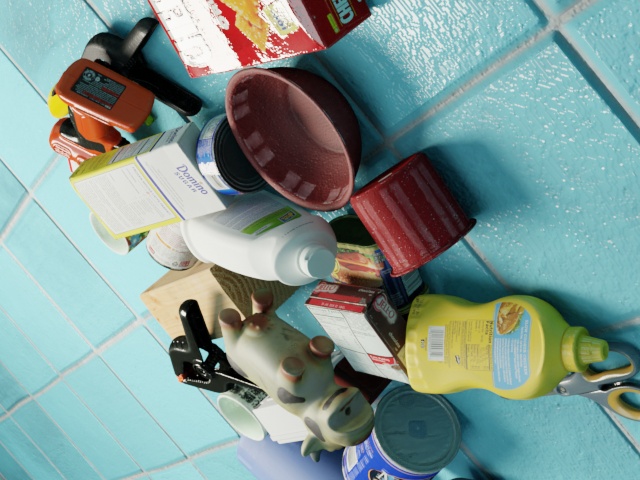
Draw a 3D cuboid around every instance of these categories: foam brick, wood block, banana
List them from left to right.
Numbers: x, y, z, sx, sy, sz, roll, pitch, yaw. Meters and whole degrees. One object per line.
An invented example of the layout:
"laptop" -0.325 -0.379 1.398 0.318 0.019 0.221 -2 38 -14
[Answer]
"banana" -0.282 -0.170 1.285 0.198 0.037 0.069 12 133 43
"wood block" -0.125 0.061 1.305 0.090 0.090 0.207 53 148 -11
"foam brick" 0.055 0.142 1.193 0.053 0.078 0.051 37 146 15

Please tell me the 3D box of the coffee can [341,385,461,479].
"coffee can" 0.091 0.241 1.234 0.103 0.102 0.140 41 148 10

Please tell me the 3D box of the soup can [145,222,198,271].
"soup can" -0.155 -0.022 1.240 0.068 0.068 0.102 41 127 10

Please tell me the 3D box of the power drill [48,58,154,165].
"power drill" -0.230 -0.116 1.220 0.184 0.057 0.188 25 155 2

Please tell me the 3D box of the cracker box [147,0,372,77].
"cracker box" -0.077 -0.237 0.935 0.214 0.072 0.164 0 125 51

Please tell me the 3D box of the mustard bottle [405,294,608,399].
"mustard bottle" 0.173 0.099 0.993 0.192 0.058 0.096 -2 82 37

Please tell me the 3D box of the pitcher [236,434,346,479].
"pitcher" 0.013 0.309 1.398 0.243 0.149 0.145 36 162 22

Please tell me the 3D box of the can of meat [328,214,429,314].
"can of meat" 0.051 0.023 1.087 0.102 0.057 0.084 8 129 46

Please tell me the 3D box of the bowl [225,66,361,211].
"bowl" -0.015 -0.107 1.016 0.162 0.055 0.162 33 148 24

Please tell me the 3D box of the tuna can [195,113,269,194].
"tuna can" -0.085 -0.089 1.093 0.034 0.086 0.086 -2 124 48

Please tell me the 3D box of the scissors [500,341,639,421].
"scissors" 0.254 0.152 1.025 0.096 0.016 0.202 45 148 4

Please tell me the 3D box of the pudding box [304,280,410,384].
"pudding box" 0.048 0.092 1.073 0.090 0.039 0.113 7 140 48

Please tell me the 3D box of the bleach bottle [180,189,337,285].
"bleach bottle" -0.057 0.001 1.083 0.068 0.102 0.251 63 164 -22

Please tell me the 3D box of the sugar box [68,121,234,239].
"sugar box" -0.180 -0.062 1.151 0.177 0.048 0.093 -14 124 35

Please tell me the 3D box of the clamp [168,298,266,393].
"clamp" -0.124 0.151 1.293 0.164 0.036 0.210 38 152 -4

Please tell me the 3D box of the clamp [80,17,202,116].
"clamp" -0.210 -0.199 1.166 0.172 0.039 0.120 16 137 34

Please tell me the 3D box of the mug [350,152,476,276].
"mug" 0.078 -0.026 0.978 0.081 0.093 0.117 56 167 -6
